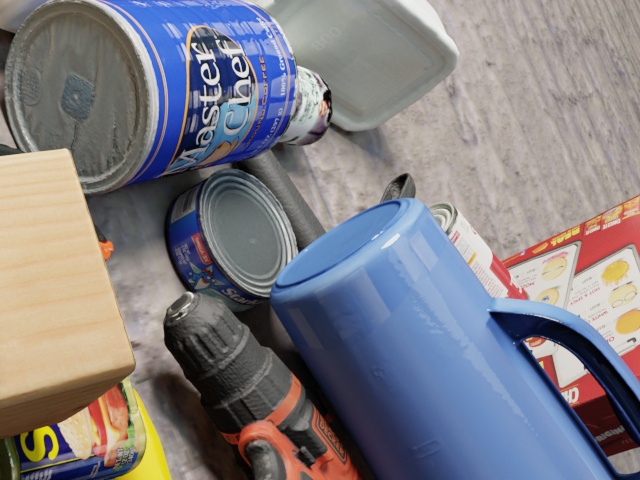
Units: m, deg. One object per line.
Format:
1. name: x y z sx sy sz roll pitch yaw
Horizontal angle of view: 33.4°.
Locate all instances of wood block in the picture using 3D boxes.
1. wood block: -0.181 0.037 0.357 0.205 0.090 0.091 -11 76 -36

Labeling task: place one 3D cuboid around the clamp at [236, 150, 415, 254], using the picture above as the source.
1. clamp: 0.012 0.028 0.730 0.164 0.036 0.210 17 59 -37

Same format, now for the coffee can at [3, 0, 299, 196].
1. coffee can: -0.092 -0.087 0.608 0.140 0.103 0.103 -21 85 -57

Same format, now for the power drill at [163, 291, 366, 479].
1. power drill: -0.027 0.133 0.543 0.184 0.057 0.187 53 18 -23

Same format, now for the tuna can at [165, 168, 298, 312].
1. tuna can: -0.054 0.001 0.662 0.086 0.034 0.086 32 44 -38

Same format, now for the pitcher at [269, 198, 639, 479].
1. pitcher: 0.085 0.095 0.636 0.149 0.145 0.243 -37 102 -19

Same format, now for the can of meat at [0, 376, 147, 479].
1. can of meat: -0.134 0.070 0.486 0.083 0.058 0.102 -1 68 -56
